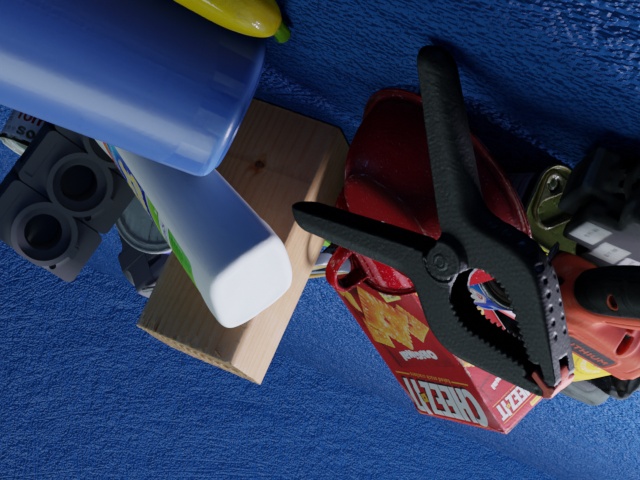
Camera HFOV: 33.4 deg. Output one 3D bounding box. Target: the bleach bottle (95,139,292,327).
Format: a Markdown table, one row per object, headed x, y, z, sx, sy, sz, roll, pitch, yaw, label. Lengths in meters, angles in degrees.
| x | y | z | sx | sy | sz | roll | pitch | yaw | label |
| --- | --- | --- | --- | --- | --- | --- | --- | --- | --- |
| -0.121 | -0.055 | 0.809 | 0.251 | 0.068 | 0.102 | 50 | 167 | 24 | bleach bottle |

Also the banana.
| x | y | z | sx | sy | sz | roll | pitch | yaw | label |
| --- | --- | --- | --- | --- | --- | --- | --- | --- | --- |
| -0.101 | -0.167 | 0.639 | 0.197 | 0.037 | 0.070 | 28 | 168 | -14 | banana |

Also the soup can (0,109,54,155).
| x | y | z | sx | sy | sz | roll | pitch | yaw | label |
| --- | --- | --- | --- | --- | --- | --- | --- | --- | --- |
| -0.237 | -0.121 | 0.963 | 0.068 | 0.102 | 0.068 | 24 | 169 | 5 | soup can |

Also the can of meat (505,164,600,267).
| x | y | z | sx | sy | sz | roll | pitch | yaw | label |
| --- | --- | --- | --- | --- | --- | --- | --- | --- | --- |
| 0.161 | -0.011 | 0.759 | 0.102 | 0.057 | 0.084 | 30 | 170 | -25 | can of meat |

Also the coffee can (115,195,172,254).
| x | y | z | sx | sy | sz | roll | pitch | yaw | label |
| --- | --- | --- | --- | --- | --- | --- | --- | --- | --- |
| -0.116 | -0.034 | 1.014 | 0.103 | 0.103 | 0.140 | 19 | -176 | 27 | coffee can |

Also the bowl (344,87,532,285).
| x | y | z | sx | sy | sz | roll | pitch | yaw | label |
| --- | --- | --- | --- | --- | --- | --- | --- | --- | --- |
| 0.067 | -0.023 | 0.734 | 0.162 | 0.055 | 0.162 | 44 | 159 | 22 | bowl |

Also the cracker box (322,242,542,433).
| x | y | z | sx | sy | sz | roll | pitch | yaw | label |
| --- | --- | --- | --- | --- | --- | --- | --- | --- | --- |
| 0.104 | 0.084 | 1.064 | 0.213 | 0.072 | 0.164 | 56 | 159 | -14 | cracker box |

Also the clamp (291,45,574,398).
| x | y | z | sx | sy | sz | roll | pitch | yaw | label |
| --- | --- | --- | --- | --- | --- | --- | --- | --- | --- |
| 0.074 | 0.010 | 0.655 | 0.165 | 0.036 | 0.210 | -40 | 78 | 43 | clamp |

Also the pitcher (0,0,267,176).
| x | y | z | sx | sy | sz | roll | pitch | yaw | label |
| --- | --- | --- | --- | --- | --- | --- | --- | --- | --- |
| -0.163 | -0.140 | 0.707 | 0.242 | 0.149 | 0.145 | 23 | 155 | -12 | pitcher |

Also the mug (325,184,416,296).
| x | y | z | sx | sy | sz | roll | pitch | yaw | label |
| --- | --- | --- | --- | --- | --- | --- | --- | --- | --- |
| 0.050 | -0.004 | 0.884 | 0.093 | 0.117 | 0.081 | 49 | 177 | 30 | mug |

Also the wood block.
| x | y | z | sx | sy | sz | roll | pitch | yaw | label |
| --- | --- | --- | --- | --- | --- | --- | --- | --- | --- |
| -0.056 | 0.001 | 0.875 | 0.091 | 0.206 | 0.090 | 21 | 168 | 17 | wood block |

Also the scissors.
| x | y | z | sx | sy | sz | roll | pitch | yaw | label |
| --- | --- | --- | --- | --- | --- | --- | --- | --- | --- |
| -0.071 | 0.031 | 0.995 | 0.201 | 0.016 | 0.096 | -6 | 170 | -4 | scissors |
